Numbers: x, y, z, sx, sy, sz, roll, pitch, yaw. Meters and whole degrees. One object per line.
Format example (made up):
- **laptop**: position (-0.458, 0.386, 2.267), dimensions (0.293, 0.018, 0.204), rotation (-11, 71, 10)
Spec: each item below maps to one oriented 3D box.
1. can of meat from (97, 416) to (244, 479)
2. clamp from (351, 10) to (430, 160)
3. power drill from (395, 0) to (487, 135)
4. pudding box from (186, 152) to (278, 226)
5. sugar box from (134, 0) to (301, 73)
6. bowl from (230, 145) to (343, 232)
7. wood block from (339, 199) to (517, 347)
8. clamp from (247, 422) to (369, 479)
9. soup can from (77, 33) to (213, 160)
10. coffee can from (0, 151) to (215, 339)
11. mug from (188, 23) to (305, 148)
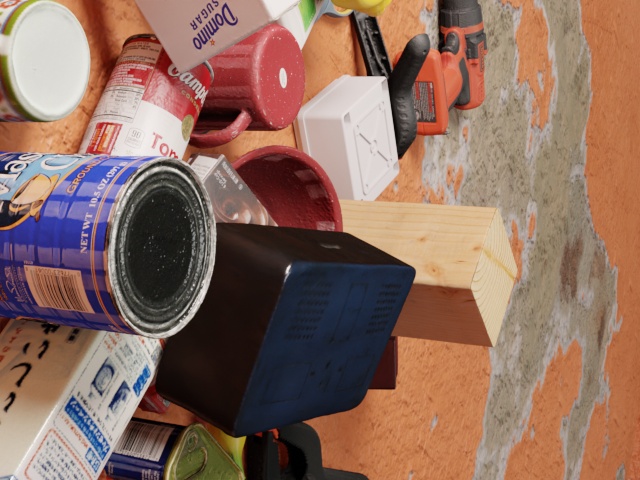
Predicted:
- **can of meat**: position (-0.116, 0.169, 0.774), dimensions (0.102, 0.084, 0.057), rotation (61, 42, -47)
- **clamp**: position (0.065, -0.161, 1.092), dimensions (0.039, 0.120, 0.171), rotation (-13, 134, -21)
- **power drill**: position (0.147, -0.218, 1.252), dimensions (0.187, 0.057, 0.184), rotation (-47, 134, -50)
- **pudding box**: position (-0.078, 0.005, 0.780), dimensions (0.090, 0.039, 0.113), rotation (-56, 131, -22)
- **sugar box**: position (-0.097, -0.204, 0.679), dimensions (0.176, 0.094, 0.048), rotation (58, 39, -16)
- **bowl**: position (-0.056, 0.001, 0.870), dimensions (0.161, 0.055, 0.162), rotation (-11, 105, -44)
- **wood block**: position (0.058, 0.025, 0.956), dimensions (0.090, 0.206, 0.090), rotation (-66, 146, -33)
- **clamp**: position (-0.017, 0.232, 1.020), dimensions (0.164, 0.036, 0.210), rotation (-46, 133, -39)
- **soup can**: position (-0.122, -0.083, 0.742), dimensions (0.068, 0.069, 0.102), rotation (51, 51, -53)
- **coffee can**: position (-0.147, 0.000, 0.625), dimensions (0.102, 0.140, 0.103), rotation (-15, 107, -61)
- **mug**: position (-0.068, -0.118, 0.824), dimensions (0.117, 0.082, 0.093), rotation (-65, 146, -34)
